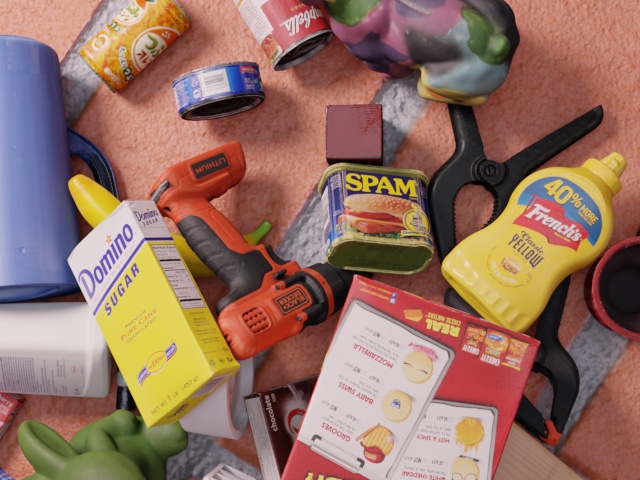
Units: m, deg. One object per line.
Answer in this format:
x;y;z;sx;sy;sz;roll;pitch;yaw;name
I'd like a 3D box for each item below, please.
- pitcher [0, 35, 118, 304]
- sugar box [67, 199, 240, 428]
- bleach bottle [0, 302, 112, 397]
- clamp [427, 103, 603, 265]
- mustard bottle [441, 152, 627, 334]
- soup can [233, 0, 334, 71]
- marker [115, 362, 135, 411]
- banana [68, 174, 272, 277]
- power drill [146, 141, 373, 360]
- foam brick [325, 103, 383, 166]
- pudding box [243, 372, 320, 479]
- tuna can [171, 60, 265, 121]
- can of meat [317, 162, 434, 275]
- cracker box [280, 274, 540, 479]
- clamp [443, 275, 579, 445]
-0.284;-0.062;1.007;0.145;0.149;0.243;-8;82;18;pitcher
-0.147;0.062;0.922;0.093;0.048;0.176;-41;71;28;sugar box
-0.320;0.096;0.979;0.250;0.103;0.068;3;48;-8;bleach bottle
0.170;-0.066;1.013;0.164;0.036;0.210;15;85;3;clamp
0.207;-0.009;0.968;0.191;0.058;0.096;-44;76;-6;mustard bottle
-0.040;-0.223;1.023;0.068;0.068;0.102;-30;85;1;soup can
-0.188;0.108;1.032;0.020;0.020;0.121;0;86;4;marker
-0.146;-0.006;1.006;0.197;0.037;0.069;14;75;-21;banana
-0.056;0.001;0.978;0.184;0.057;0.188;-26;75;-42;power drill
0.033;-0.097;1.004;0.053;0.078;0.051;0;87;4;foam brick
-0.014;0.185;0.983;0.089;0.039;0.113;-12;82;-36;pudding box
-0.096;-0.141;1.012;0.086;0.086;0.034;-14;86;3;tuna can
0.052;-0.019;0.982;0.102;0.057;0.084;5;56;-13;can of meat
0.069;0.155;0.895;0.164;0.072;0.214;19;87;5;cracker box
0.180;0.104;0.982;0.120;0.039;0.171;-9;63;12;clamp
